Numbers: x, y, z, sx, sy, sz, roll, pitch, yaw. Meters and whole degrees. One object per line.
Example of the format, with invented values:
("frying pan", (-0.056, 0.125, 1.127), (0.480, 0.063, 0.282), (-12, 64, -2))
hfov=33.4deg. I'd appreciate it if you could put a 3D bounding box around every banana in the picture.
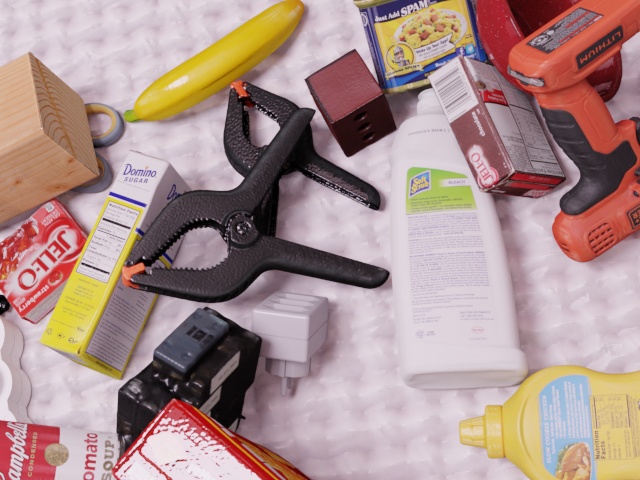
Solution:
("banana", (-0.095, -0.161, 0.962), (0.198, 0.037, 0.070), (-32, 30, -2))

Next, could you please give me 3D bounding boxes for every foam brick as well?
("foam brick", (0.026, -0.116, 0.914), (0.053, 0.078, 0.051), (-31, 69, 2))

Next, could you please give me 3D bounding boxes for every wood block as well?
("wood block", (-0.313, -0.068, 0.943), (0.206, 0.090, 0.091), (-24, 61, 12))

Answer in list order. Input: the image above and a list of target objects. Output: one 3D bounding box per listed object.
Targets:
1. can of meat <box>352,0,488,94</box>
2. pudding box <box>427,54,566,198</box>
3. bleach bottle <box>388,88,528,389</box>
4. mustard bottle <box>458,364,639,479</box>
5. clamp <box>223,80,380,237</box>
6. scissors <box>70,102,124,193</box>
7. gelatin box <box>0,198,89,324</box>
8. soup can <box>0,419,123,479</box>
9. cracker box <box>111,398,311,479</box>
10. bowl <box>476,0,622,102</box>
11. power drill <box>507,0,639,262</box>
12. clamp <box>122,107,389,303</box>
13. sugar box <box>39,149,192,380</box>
("can of meat", (0.088, -0.180, 0.915), (0.102, 0.057, 0.084), (-15, 108, 7))
("pudding box", (0.145, -0.091, 0.871), (0.039, 0.089, 0.113), (-32, 69, 34))
("bleach bottle", (0.108, -0.008, 0.870), (0.102, 0.068, 0.251), (-3, 68, 5))
("mustard bottle", (0.201, 0.141, 0.801), (0.192, 0.058, 0.096), (-4, 79, 10))
("clamp", (-0.025, -0.070, 0.931), (0.120, 0.039, 0.171), (-19, 75, -3))
("scissors", (-0.269, -0.112, 1.007), (0.202, 0.016, 0.096), (30, 78, 19))
("gelatin box", (-0.247, 0.018, 0.951), (0.089, 0.030, 0.073), (-41, 69, -3))
("soup can", (-0.213, 0.181, 0.848), (0.102, 0.069, 0.068), (10, 71, -16))
("cracker box", (-0.031, 0.198, 0.746), (0.164, 0.213, 0.072), (35, 81, 20))
("bowl", (0.180, -0.175, 0.885), (0.055, 0.161, 0.162), (-29, 62, 42))
("power drill", (0.237, -0.096, 0.817), (0.184, 0.187, 0.057), (-34, 28, -6))
("clamp", (-0.056, 0.001, 0.863), (0.209, 0.036, 0.164), (-28, 80, -16))
("sugar box", (-0.166, 0.022, 0.899), (0.048, 0.093, 0.176), (16, 75, 16))
